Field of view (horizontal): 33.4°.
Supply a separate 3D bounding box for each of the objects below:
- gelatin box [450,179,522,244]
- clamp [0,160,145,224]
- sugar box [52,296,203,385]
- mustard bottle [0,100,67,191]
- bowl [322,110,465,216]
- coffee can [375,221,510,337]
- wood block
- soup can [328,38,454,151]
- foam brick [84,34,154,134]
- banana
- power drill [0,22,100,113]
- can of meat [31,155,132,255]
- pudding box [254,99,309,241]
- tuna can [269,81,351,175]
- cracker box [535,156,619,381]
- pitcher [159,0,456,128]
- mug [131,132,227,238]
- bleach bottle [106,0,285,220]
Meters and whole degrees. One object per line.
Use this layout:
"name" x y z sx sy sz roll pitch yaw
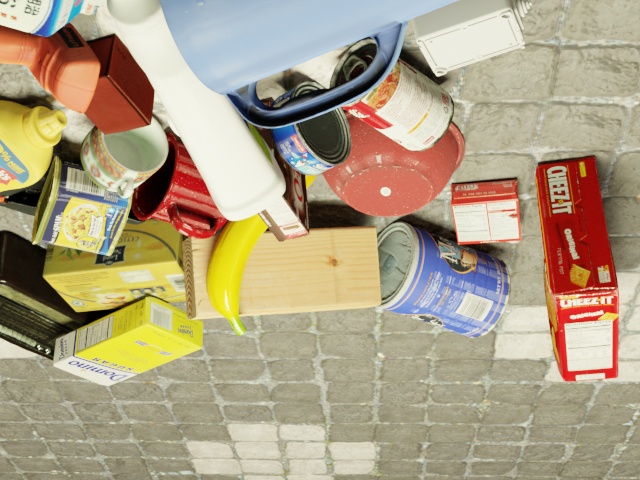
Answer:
"gelatin box" 0.185 -0.031 1.189 0.073 0.030 0.089 -4 148 12
"clamp" -0.274 -0.063 1.155 0.171 0.039 0.120 1 137 -5
"sugar box" -0.239 0.128 1.320 0.177 0.048 0.093 -27 140 32
"mustard bottle" -0.331 -0.092 1.086 0.192 0.058 0.096 -19 124 29
"bowl" 0.070 -0.072 1.105 0.162 0.055 0.162 2 148 1
"coffee can" 0.136 0.047 1.248 0.140 0.103 0.103 19 144 -26
"wood block" -0.045 0.037 1.192 0.206 0.091 0.090 -3 175 -14
"soup can" 0.067 -0.133 0.993 0.102 0.068 0.069 27 140 -36
"foam brick" -0.197 -0.145 1.002 0.051 0.053 0.078 -11 145 20
"banana" -0.072 -0.002 1.123 0.069 0.198 0.037 29 173 -38
"power drill" -0.282 -0.155 0.876 0.187 0.185 0.057 9 118 -36
"can of meat" -0.249 -0.033 1.118 0.083 0.057 0.102 12 138 -21
"pudding box" -0.044 -0.069 1.060 0.039 0.113 0.090 -13 146 17
"tuna can" -0.010 -0.107 1.024 0.034 0.086 0.086 -23 141 36
"cracker box" 0.280 0.037 1.168 0.072 0.164 0.213 -8 147 11
"pitcher" 0.009 -0.199 0.826 0.243 0.145 0.149 -15 144 20
"mug" -0.136 -0.047 1.103 0.081 0.117 0.093 19 124 -34
"bleach bottle" -0.113 -0.132 0.908 0.068 0.103 0.250 -29 136 1
